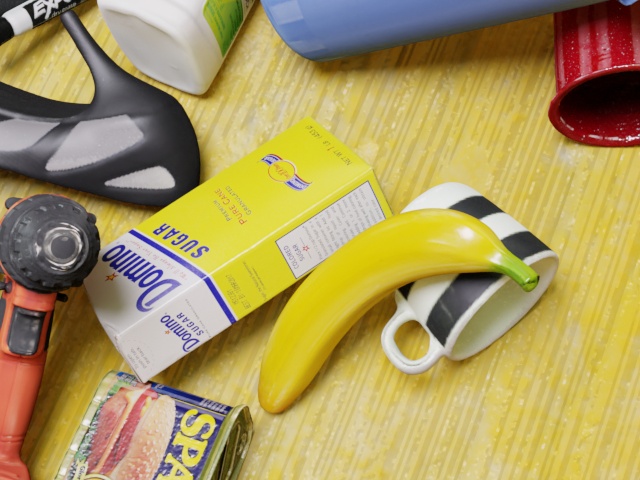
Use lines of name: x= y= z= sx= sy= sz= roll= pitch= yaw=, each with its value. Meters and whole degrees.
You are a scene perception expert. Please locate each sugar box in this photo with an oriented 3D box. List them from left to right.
sugar box: x=-0.054 y=0.001 z=0.635 sx=0.176 sy=0.048 sz=0.093 roll=-32 pitch=35 yaw=-10

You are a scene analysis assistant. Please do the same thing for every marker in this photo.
marker: x=-0.183 y=-0.157 z=0.714 sx=0.020 sy=0.020 sz=0.121 roll=42 pitch=58 yaw=16

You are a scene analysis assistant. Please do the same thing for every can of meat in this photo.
can of meat: x=-0.096 y=0.131 z=0.602 sx=0.084 sy=0.057 sz=0.102 roll=16 pitch=62 yaw=13

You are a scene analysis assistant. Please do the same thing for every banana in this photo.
banana: x=0.025 y=0.032 z=0.588 sx=0.198 sy=0.037 sz=0.069 roll=-32 pitch=60 yaw=36

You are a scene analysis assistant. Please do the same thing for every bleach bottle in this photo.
bleach bottle: x=-0.050 y=-0.225 z=0.705 sx=0.068 sy=0.102 sz=0.250 roll=24 pitch=75 yaw=14

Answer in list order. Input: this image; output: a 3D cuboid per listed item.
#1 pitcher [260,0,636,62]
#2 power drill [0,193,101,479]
pitcher: x=0.085 y=-0.193 z=0.630 sx=0.243 sy=0.149 sz=0.145 roll=-9 pitch=107 yaw=33
power drill: x=-0.160 y=0.067 z=0.569 sx=0.057 sy=0.185 sz=0.187 roll=14 pitch=87 yaw=-17
